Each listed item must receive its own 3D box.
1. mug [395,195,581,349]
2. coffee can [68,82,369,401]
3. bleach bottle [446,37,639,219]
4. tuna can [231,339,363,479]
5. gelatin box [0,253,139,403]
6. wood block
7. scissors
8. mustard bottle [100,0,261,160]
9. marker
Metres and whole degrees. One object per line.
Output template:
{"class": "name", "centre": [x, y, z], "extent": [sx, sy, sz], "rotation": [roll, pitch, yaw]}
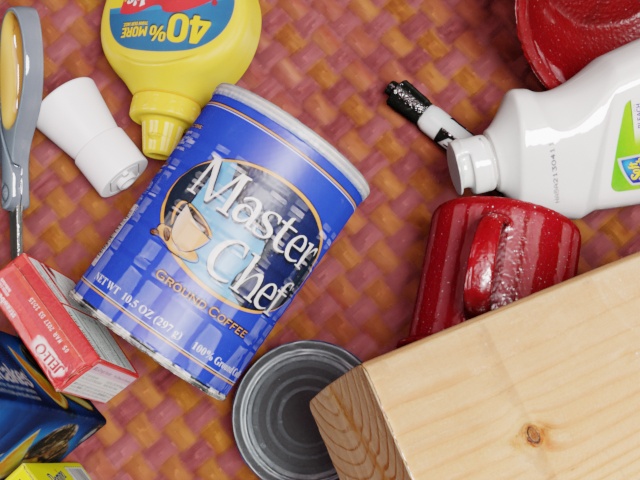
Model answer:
{"class": "mug", "centre": [0.090, 0.023, 0.559], "extent": [0.093, 0.117, 0.081], "rotation": [7, 74, 19]}
{"class": "coffee can", "centre": [-0.054, 0.001, 0.581], "extent": [0.103, 0.103, 0.140], "rotation": [34, 83, 11]}
{"class": "bleach bottle", "centre": [0.191, -0.075, 0.570], "extent": [0.250, 0.068, 0.102], "rotation": [-13, 110, -2]}
{"class": "tuna can", "centre": [-0.006, 0.098, 0.591], "extent": [0.086, 0.033, 0.086], "rotation": [-1, 78, 5]}
{"class": "gelatin box", "centre": [-0.141, 0.051, 0.586], "extent": [0.030, 0.089, 0.073], "rotation": [-37, 77, -3]}
{"class": "wood block", "centre": [0.113, 0.065, 0.456], "extent": [0.205, 0.090, 0.091], "rotation": [-19, 77, -19]}
{"class": "scissors", "centre": [-0.189, -0.040, 0.641], "extent": [0.016, 0.096, 0.202], "rotation": [-2, 106, -34]}
{"class": "mustard bottle", "centre": [-0.081, -0.142, 0.636], "extent": [0.096, 0.058, 0.191], "rotation": [5, 79, 16]}
{"class": "marker", "centre": [0.086, -0.054, 0.622], "extent": [0.121, 0.020, 0.020], "rotation": [41, 85, 12]}
